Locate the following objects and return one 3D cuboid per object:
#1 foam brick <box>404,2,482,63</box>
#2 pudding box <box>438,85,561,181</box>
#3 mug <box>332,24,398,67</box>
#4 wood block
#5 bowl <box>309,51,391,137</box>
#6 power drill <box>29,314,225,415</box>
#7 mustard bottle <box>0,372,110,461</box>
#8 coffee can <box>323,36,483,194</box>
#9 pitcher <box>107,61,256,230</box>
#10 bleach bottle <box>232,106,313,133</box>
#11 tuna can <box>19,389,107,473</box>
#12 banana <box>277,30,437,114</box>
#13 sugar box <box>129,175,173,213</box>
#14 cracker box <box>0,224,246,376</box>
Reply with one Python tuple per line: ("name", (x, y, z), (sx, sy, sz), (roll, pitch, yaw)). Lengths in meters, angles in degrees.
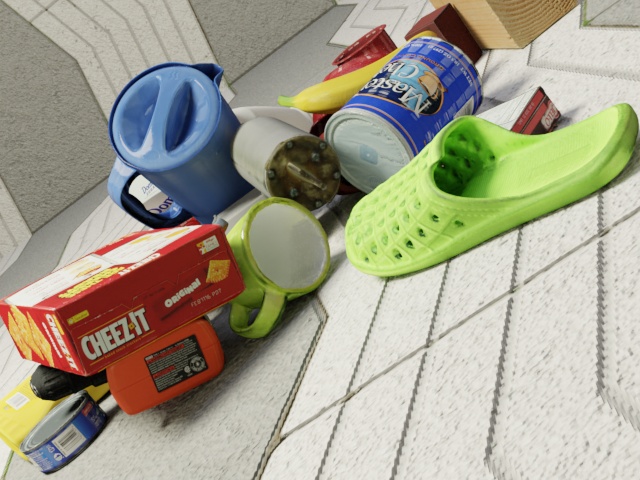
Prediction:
("foam brick", (0.152, -0.240, 1.312), (0.053, 0.078, 0.051), (-20, 22, 45))
("pudding box", (0.141, -0.079, 0.918), (0.114, 0.039, 0.089), (-20, 22, 46))
("mug", (0.069, -0.234, 1.484), (0.117, 0.081, 0.093), (-45, 16, -26))
("wood block", (0.215, -0.293, 1.295), (0.090, 0.091, 0.206), (-39, 14, -2))
("bowl", (0.053, -0.176, 1.256), (0.162, 0.055, 0.162), (-21, -10, -4))
("power drill", (-0.179, 0.111, 1.005), (0.184, 0.057, 0.188), (-27, 13, -18))
("mustard bottle", (-0.267, 0.150, 1.158), (0.191, 0.058, 0.096), (-44, 30, -23))
("coffee can", (0.084, -0.124, 1.063), (0.103, 0.102, 0.140), (-19, 24, 53))
("pitcher", (-0.143, -0.085, 1.246), (0.149, 0.242, 0.145), (-12, 65, 13))
("bleach bottle", (-0.095, -0.144, 1.432), (0.103, 0.068, 0.250), (-36, -12, 19))
("tuna can", (-0.254, 0.190, 1.056), (0.086, 0.033, 0.086), (-36, 14, 10))
("banana", (0.053, -0.179, 1.153), (0.197, 0.037, 0.070), (-24, 46, -14))
("sugar box", (-0.172, -0.062, 1.429), (0.093, 0.048, 0.176), (-33, -20, 25))
("cracker box", (-0.187, 0.052, 0.974), (0.164, 0.072, 0.214), (-29, 13, -27))
